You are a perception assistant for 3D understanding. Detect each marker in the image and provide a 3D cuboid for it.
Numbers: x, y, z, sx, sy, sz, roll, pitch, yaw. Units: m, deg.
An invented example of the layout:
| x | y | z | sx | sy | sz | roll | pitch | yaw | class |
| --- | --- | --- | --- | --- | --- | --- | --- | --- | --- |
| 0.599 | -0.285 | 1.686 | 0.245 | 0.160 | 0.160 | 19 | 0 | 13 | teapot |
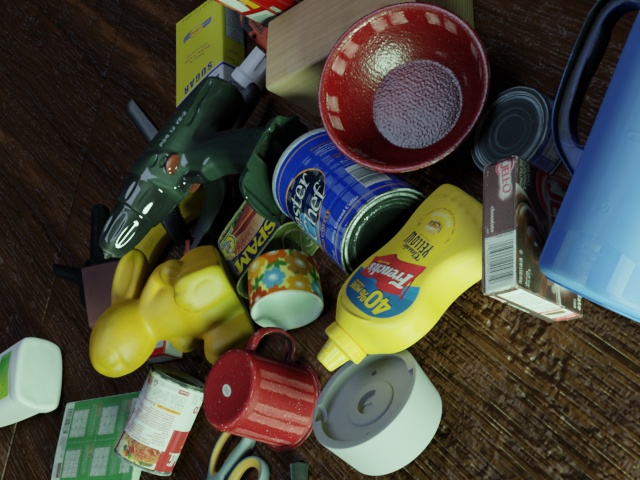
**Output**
| x | y | z | sx | sy | sz | roll | pitch | yaw | class |
| --- | --- | --- | --- | --- | --- | --- | --- | --- | --- |
| -0.019 | 0.262 | 0.991 | 0.020 | 0.020 | 0.121 | -27 | 54 | 38 | marker |

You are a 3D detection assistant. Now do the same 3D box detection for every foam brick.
| x | y | z | sx | sy | sz | roll | pitch | yaw | class |
| --- | --- | --- | --- | --- | --- | --- | --- | --- | --- |
| -0.254 | 0.071 | 1.293 | 0.051 | 0.053 | 0.078 | -12 | 70 | 0 | foam brick |

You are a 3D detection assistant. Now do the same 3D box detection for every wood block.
| x | y | z | sx | sy | sz | roll | pitch | yaw | class |
| --- | --- | --- | --- | --- | --- | --- | --- | --- | --- |
| 0.046 | -0.213 | 1.090 | 0.207 | 0.090 | 0.090 | -22 | 56 | 41 | wood block |

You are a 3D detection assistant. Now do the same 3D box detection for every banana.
| x | y | z | sx | sy | sz | roll | pitch | yaw | class |
| --- | --- | --- | --- | --- | --- | --- | --- | --- | --- |
| -0.176 | -0.015 | 1.289 | 0.070 | 0.037 | 0.198 | 51 | 117 | 17 | banana |

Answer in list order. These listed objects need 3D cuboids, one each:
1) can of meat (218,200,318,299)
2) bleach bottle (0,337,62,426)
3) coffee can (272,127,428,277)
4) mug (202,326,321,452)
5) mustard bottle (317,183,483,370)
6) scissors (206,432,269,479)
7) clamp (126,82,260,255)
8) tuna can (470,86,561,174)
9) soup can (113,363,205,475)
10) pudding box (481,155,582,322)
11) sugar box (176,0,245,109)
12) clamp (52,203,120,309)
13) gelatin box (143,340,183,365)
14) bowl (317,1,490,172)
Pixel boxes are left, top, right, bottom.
| x | y | z | sx | sy | sz | roll | pitch | yaw | class |
| --- | --- | --- | --- | --- | --- | --- | --- | --- | --- |
| -0.057 | 0.001 | 1.130 | 0.102 | 0.057 | 0.084 | -52 | 39 | 17 | can of meat |
| -0.445 | 0.217 | 1.457 | 0.251 | 0.068 | 0.102 | -30 | 51 | 39 | bleach bottle |
| 0.030 | -0.033 | 1.012 | 0.103 | 0.102 | 0.140 | -58 | 40 | 11 | coffee can |
| -0.057 | 0.141 | 1.041 | 0.093 | 0.081 | 0.117 | 5 | 76 | 49 | mug |
| 0.071 | 0.041 | 0.922 | 0.191 | 0.058 | 0.096 | -44 | 40 | -2 | mustard bottle |
| -0.111 | 0.279 | 1.087 | 0.096 | 0.016 | 0.202 | 32 | 97 | 50 | scissors |
| -0.138 | -0.084 | 1.227 | 0.165 | 0.036 | 0.210 | -12 | 73 | 13 | clamp |
| 0.174 | -0.090 | 0.933 | 0.086 | 0.033 | 0.086 | -24 | 56 | 40 | tuna can |
| -0.172 | 0.193 | 1.157 | 0.069 | 0.068 | 0.102 | 24 | 90 | 51 | soup can |
| 0.169 | 0.000 | 0.851 | 0.039 | 0.089 | 0.113 | -15 | 62 | 45 | pudding box |
| -0.138 | -0.215 | 1.332 | 0.094 | 0.048 | 0.176 | -28 | 52 | 37 | sugar box |
| -0.299 | 0.045 | 1.392 | 0.120 | 0.039 | 0.171 | -51 | 43 | 25 | clamp |
| -0.186 | 0.097 | 1.249 | 0.073 | 0.030 | 0.089 | -15 | 61 | 45 | gelatin box |
| 0.082 | -0.134 | 0.984 | 0.162 | 0.055 | 0.162 | -5 | 77 | 20 | bowl |
